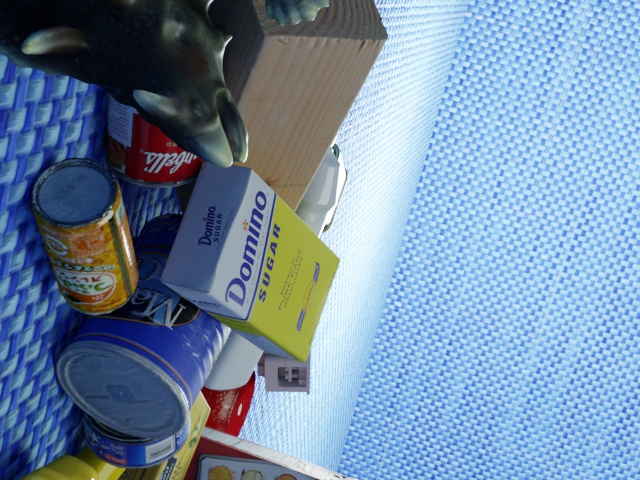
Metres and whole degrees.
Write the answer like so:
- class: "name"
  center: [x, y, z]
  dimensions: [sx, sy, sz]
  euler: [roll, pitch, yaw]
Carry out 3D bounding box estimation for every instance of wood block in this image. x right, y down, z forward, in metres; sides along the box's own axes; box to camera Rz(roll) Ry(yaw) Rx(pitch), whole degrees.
- class: "wood block"
  center: [-0.040, -0.105, 0.765]
  dimensions: [0.206, 0.090, 0.090]
  euler: [121, -40, -49]

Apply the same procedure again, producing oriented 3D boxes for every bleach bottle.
- class: "bleach bottle"
  center: [-0.056, 0.001, 0.918]
  dimensions: [0.067, 0.103, 0.251]
  euler: [-1, 122, -55]

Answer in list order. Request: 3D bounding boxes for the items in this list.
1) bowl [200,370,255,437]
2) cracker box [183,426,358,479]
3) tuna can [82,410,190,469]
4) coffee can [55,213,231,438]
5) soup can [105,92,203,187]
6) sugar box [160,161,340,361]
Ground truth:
- class: "bowl"
  center: [-0.114, 0.181, 1.200]
  dimensions: [0.162, 0.055, 0.162]
  euler: [18, 90, -80]
- class: "cracker box"
  center: [-0.088, 0.278, 1.038]
  dimensions: [0.072, 0.214, 0.164]
  euler: [12, 95, -80]
- class: "tuna can"
  center: [-0.146, 0.137, 0.851]
  dimensions: [0.086, 0.086, 0.034]
  euler: [-62, 164, -47]
- class: "coffee can"
  center: [-0.121, 0.064, 0.810]
  dimensions: [0.103, 0.103, 0.140]
  euler: [96, 14, -47]
- class: "soup can"
  center: [-0.107, -0.096, 0.715]
  dimensions: [0.068, 0.068, 0.102]
  euler: [-58, 162, -56]
- class: "sugar box"
  center: [-0.045, 0.021, 0.783]
  dimensions: [0.176, 0.048, 0.093]
  euler: [46, 59, -62]
